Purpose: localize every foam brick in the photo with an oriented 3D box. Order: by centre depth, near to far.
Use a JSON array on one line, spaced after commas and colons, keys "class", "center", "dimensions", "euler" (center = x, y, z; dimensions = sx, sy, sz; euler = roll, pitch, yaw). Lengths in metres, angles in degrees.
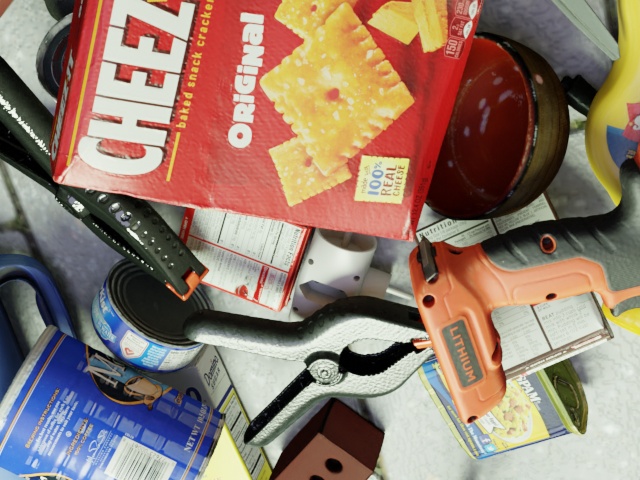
[{"class": "foam brick", "center": [0.003, 0.168, 0.809], "dimensions": [0.053, 0.051, 0.078], "euler": [36, 119, -4]}]

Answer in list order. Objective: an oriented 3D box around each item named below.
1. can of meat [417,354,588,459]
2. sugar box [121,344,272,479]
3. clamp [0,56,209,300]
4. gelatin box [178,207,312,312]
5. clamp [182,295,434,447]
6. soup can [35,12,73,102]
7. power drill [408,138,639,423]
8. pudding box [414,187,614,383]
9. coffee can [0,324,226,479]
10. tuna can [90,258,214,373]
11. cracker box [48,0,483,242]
[{"class": "can of meat", "center": [0.125, 0.097, 0.740], "dimensions": [0.084, 0.057, 0.102], "euler": [-23, 107, 26]}, {"class": "sugar box", "center": [-0.096, 0.170, 0.839], "dimensions": [0.093, 0.048, 0.176], "euler": [-16, 112, 21]}, {"class": "clamp", "center": [-0.165, -0.038, 0.722], "dimensions": [0.210, 0.036, 0.165], "euler": [44, 163, -17]}, {"class": "gelatin box", "center": [-0.055, 0.001, 0.754], "dimensions": [0.089, 0.030, 0.073], "euler": [21, 118, 5]}, {"class": "clamp", "center": [-0.005, 0.073, 0.720], "dimensions": [0.172, 0.039, 0.120], "euler": [-25, 124, 17]}, {"class": "soup can", "center": [-0.129, -0.092, 0.677], "dimensions": [0.068, 0.068, 0.102], "euler": [5, 160, 12]}, {"class": "power drill", "center": [0.156, 0.038, 0.602], "dimensions": [0.188, 0.057, 0.184], "euler": [-20, 112, 8]}, {"class": "pudding box", "center": [0.121, 0.027, 0.678], "dimensions": [0.090, 0.039, 0.113], "euler": [-25, 70, 12]}, {"class": "coffee can", "center": [-0.151, 0.136, 0.748], "dimensions": [0.140, 0.102, 0.103], "euler": [28, 119, -6]}, {"class": "tuna can", "center": [-0.120, 0.053, 0.765], "dimensions": [0.086, 0.086, 0.034], "euler": [35, 121, -4]}, {"class": "cracker box", "center": [-0.030, -0.098, 0.596], "dimensions": [0.213, 0.072, 0.164], "euler": [9, 110, -19]}]
